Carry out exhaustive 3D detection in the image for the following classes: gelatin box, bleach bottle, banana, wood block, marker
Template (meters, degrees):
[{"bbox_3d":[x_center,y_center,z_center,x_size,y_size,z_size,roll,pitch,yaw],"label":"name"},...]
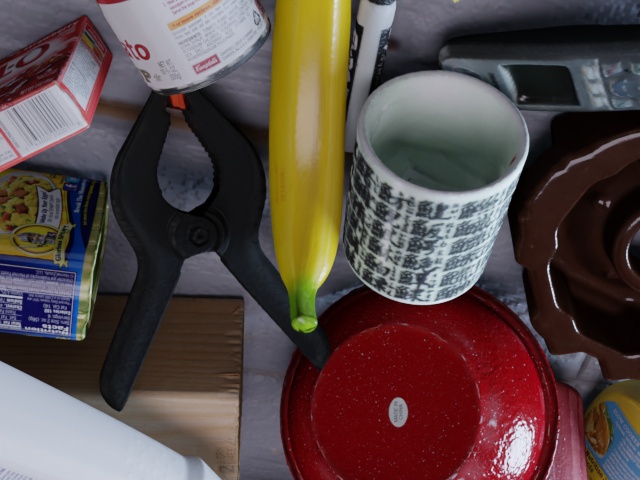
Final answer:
[{"bbox_3d":[-0.149,-0.065,0.516,0.089,0.073,0.030,-23,122,15],"label":"gelatin box"},{"bbox_3d":[-0.142,0.119,0.542,0.250,0.068,0.103,31,133,-25],"label":"bleach bottle"},{"bbox_3d":[-0.003,-0.060,0.510,0.037,0.070,0.198,-3,105,-15],"label":"banana"},{"bbox_3d":[-0.148,0.090,0.616,0.206,0.091,0.090,2,124,-2],"label":"wood block"},{"bbox_3d":[0.023,-0.092,0.517,0.020,0.020,0.121,6,138,-5],"label":"marker"}]

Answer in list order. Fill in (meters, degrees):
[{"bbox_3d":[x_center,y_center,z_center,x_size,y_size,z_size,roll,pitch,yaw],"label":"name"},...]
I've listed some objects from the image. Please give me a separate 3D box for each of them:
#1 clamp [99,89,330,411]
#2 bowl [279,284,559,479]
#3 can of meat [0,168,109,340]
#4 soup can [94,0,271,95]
[{"bbox_3d":[-0.054,0.001,0.548,0.120,0.039,0.171,-2,98,-20],"label":"clamp"},{"bbox_3d":[0.046,0.093,0.581,0.162,0.162,0.055,-20,164,13],"label":"bowl"},{"bbox_3d":[-0.155,0.004,0.549,0.084,0.102,0.057,7,124,-9],"label":"can of meat"},{"bbox_3d":[-0.073,-0.125,0.478,0.068,0.068,0.102,-21,124,13],"label":"soup can"}]
